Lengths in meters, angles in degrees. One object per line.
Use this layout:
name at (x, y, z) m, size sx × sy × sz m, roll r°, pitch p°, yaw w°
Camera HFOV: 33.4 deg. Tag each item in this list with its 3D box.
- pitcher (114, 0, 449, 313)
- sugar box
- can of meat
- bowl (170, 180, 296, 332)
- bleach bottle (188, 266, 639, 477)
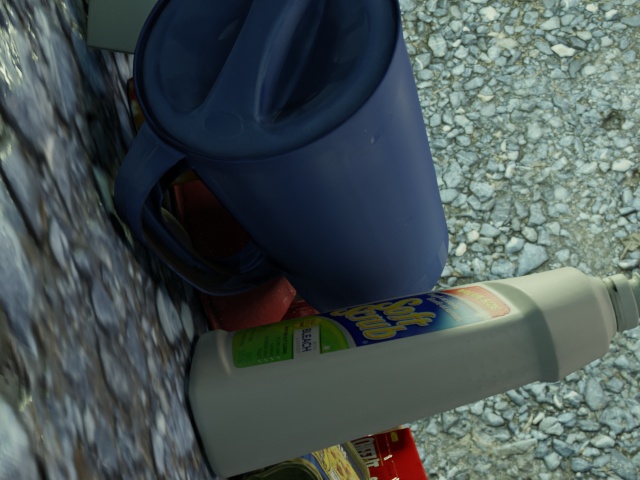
pitcher at (-0.006, -0.037, 0.598) m, size 0.242 × 0.149 × 0.145 m, roll 60°, pitch 28°, yaw -59°
sugar box at (-0.098, -0.163, 0.629) m, size 0.176 × 0.048 × 0.093 m, roll -84°, pitch -177°, yaw -76°
can of meat at (-0.010, 0.153, 0.665) m, size 0.102 × 0.057 × 0.084 m, roll 58°, pitch 12°, yaw -21°
bowl at (-0.055, 0.001, 0.744) m, size 0.162 × 0.055 × 0.162 m, roll -15°, pitch 90°, yaw -87°
bleach bottle at (0.056, 0.062, 0.600) m, size 0.102 × 0.251 × 0.068 m, roll -93°, pitch 167°, yaw -75°
